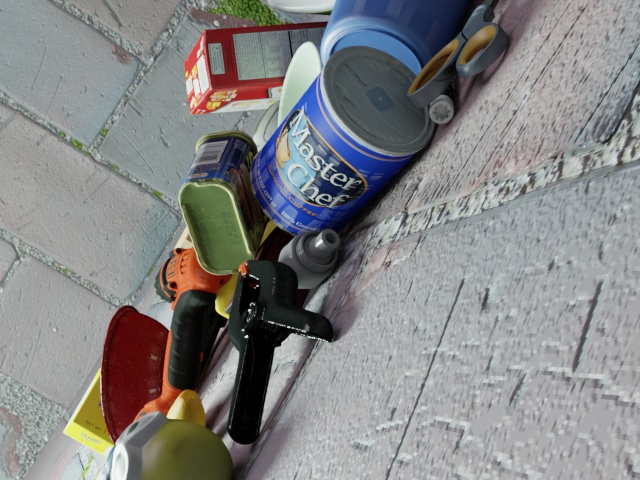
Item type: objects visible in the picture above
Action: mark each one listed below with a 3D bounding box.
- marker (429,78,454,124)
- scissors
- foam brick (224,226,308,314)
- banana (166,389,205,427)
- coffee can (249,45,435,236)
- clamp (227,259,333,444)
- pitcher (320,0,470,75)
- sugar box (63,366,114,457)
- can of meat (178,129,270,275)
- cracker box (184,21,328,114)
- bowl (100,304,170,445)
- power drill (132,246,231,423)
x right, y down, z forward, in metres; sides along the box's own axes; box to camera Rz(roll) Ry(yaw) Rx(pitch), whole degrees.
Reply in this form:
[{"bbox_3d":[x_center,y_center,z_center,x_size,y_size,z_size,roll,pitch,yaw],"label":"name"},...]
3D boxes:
[{"bbox_3d":[0.100,-0.126,0.868,0.020,0.020,0.121,-52,11,27],"label":"marker"},{"bbox_3d":[0.137,-0.177,0.847,0.201,0.016,0.096,-51,21,-25],"label":"scissors"},{"bbox_3d":[-0.041,0.039,0.953,0.053,0.051,0.078,-47,14,50],"label":"foam brick"},{"bbox_3d":[-0.151,0.206,0.945,0.198,0.037,0.069,-48,-32,18],"label":"banana"},{"bbox_3d":[0.016,-0.078,0.886,0.141,0.102,0.102,-47,15,48],"label":"coffee can"},{"bbox_3d":[-0.036,0.062,0.826,0.120,0.039,0.171,-44,33,25],"label":"clamp"},{"bbox_3d":[0.081,-0.250,1.003,0.145,0.149,0.242,-39,24,51],"label":"pitcher"},{"bbox_3d":[-0.230,0.180,1.306,0.048,0.093,0.176,-45,17,50],"label":"sugar box"},{"bbox_3d":[-0.083,-0.032,0.942,0.057,0.102,0.084,-6,33,15],"label":"can of meat"},{"bbox_3d":[-0.033,-0.192,1.173,0.164,0.213,0.072,169,94,-76],"label":"cracker box"},{"bbox_3d":[-0.189,0.151,1.179,0.162,0.055,0.162,-2,-90,-80],"label":"bowl"},{"bbox_3d":[-0.140,0.099,1.039,0.185,0.057,0.187,153,126,-69],"label":"power drill"}]
